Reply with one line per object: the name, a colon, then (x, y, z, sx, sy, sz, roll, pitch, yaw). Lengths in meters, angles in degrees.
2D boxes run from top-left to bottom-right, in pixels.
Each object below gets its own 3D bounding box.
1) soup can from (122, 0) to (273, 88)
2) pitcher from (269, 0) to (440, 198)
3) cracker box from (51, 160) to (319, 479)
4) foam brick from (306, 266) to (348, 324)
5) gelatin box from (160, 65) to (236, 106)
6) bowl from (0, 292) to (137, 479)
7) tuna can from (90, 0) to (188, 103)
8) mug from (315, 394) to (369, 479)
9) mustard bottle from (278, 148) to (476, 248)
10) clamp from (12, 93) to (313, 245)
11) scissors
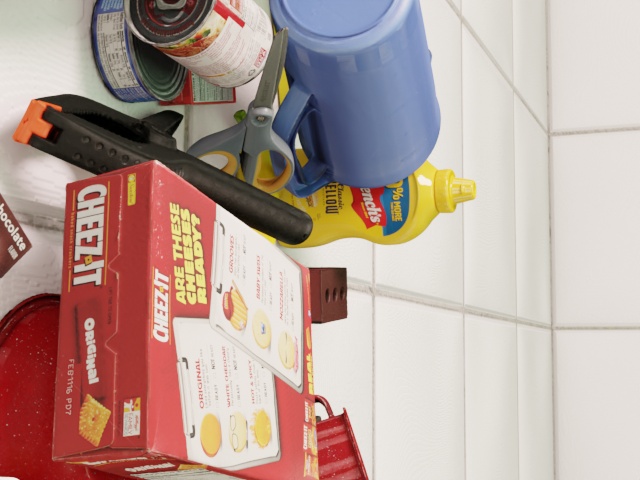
soup can: (-0.081, -0.150, 0.734, 0.102, 0.069, 0.068, 24, 66, -68)
pitcher: (0.023, -0.137, 0.872, 0.243, 0.145, 0.149, 67, 20, -70)
cracker box: (-0.075, 0.068, 0.662, 0.213, 0.072, 0.164, 37, 46, -59)
foam brick: (-0.009, 0.053, 1.034, 0.078, 0.051, 0.053, -3, 92, -70)
gelatin box: (-0.098, -0.143, 0.843, 0.089, 0.030, 0.073, -23, 111, -68)
bowl: (-0.145, 0.112, 0.655, 0.162, 0.055, 0.162, -3, 90, -70)
tuna can: (-0.127, -0.141, 0.758, 0.086, 0.034, 0.086, -2, 90, -70)
mug: (-0.005, 0.196, 0.966, 0.093, 0.081, 0.117, 74, -2, -67)
mustard bottle: (0.051, -0.043, 1.002, 0.058, 0.192, 0.096, -3, 91, -70)
clamp: (-0.117, -0.062, 0.703, 0.209, 0.165, 0.036, 15, 109, -50)
scissors: (-0.063, -0.089, 0.793, 0.202, 0.096, 0.016, 83, 2, -62)
